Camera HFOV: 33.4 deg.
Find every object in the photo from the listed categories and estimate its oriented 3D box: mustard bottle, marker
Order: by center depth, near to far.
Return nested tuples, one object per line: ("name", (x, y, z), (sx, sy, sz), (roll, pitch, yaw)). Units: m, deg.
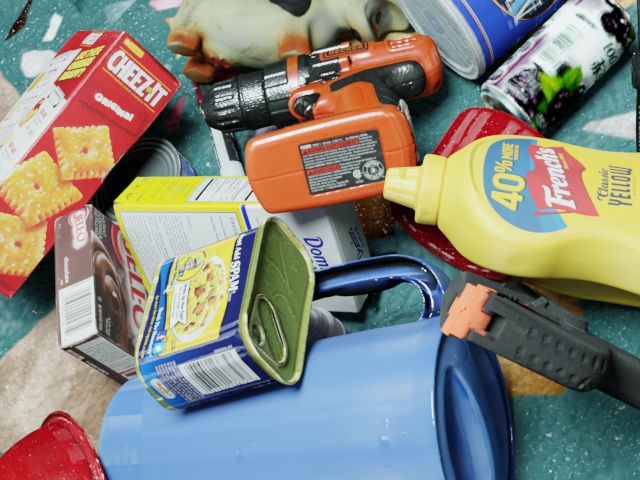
("mustard bottle", (0.132, -0.019, 0.613), (0.192, 0.058, 0.096), (9, 47, 8))
("marker", (-0.083, -0.093, 0.878), (0.020, 0.020, 0.121), (-26, 54, 12))

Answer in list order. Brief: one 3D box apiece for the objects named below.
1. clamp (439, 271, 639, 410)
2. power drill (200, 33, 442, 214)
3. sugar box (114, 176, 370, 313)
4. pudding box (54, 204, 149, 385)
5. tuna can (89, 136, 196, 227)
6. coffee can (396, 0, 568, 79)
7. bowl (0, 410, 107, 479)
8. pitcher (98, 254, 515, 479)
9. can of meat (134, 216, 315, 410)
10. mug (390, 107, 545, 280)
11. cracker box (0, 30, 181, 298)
("clamp", (0.133, 0.058, 0.577), (0.165, 0.209, 0.036), (31, 97, 30))
("power drill", (-0.005, -0.085, 0.734), (0.184, 0.057, 0.187), (-13, 27, 10))
("sugar box", (-0.055, 0.001, 0.763), (0.176, 0.093, 0.048), (0, 37, 26))
("pudding box", (-0.157, 0.042, 0.796), (0.039, 0.090, 0.113), (-20, 56, 18))
("tuna can", (-0.143, -0.040, 0.870), (0.086, 0.033, 0.086), (-13, 58, 21))
("coffee can", (0.134, -0.199, 0.768), (0.140, 0.102, 0.103), (-39, 53, -3))
("bowl", (-0.182, 0.194, 0.686), (0.162, 0.055, 0.162), (16, 109, 56))
("pitcher", (-0.012, 0.113, 0.658), (0.243, 0.145, 0.149), (-10, 33, 26))
("can of meat", (-0.056, 0.044, 0.626), (0.084, 0.057, 0.102), (-19, 41, 26))
("mug", (0.101, -0.033, 0.715), (0.081, 0.093, 0.117), (-56, 19, -16))
("cracker box", (-0.223, -0.070, 0.873), (0.213, 0.072, 0.164), (-52, 27, -8))
